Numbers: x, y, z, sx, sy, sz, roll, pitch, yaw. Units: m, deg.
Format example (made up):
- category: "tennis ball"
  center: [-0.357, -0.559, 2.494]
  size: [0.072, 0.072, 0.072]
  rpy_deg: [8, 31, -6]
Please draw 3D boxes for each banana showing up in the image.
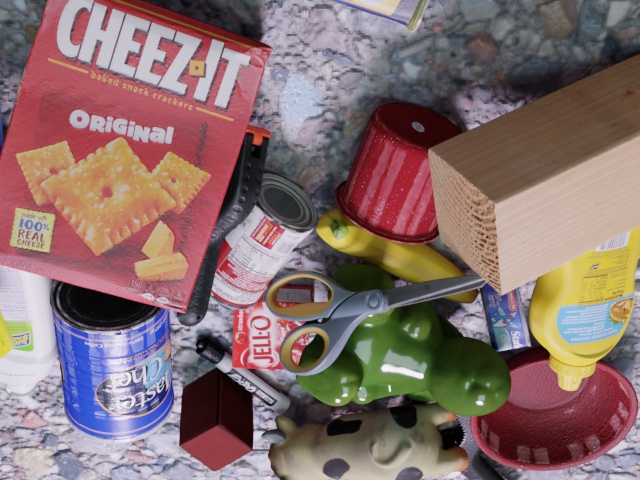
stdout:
- category: "banana"
  center: [0.058, 0.011, 0.916]
  size: [0.197, 0.070, 0.037]
  rpy_deg: [22, 112, -43]

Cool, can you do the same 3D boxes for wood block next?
- category: "wood block"
  center: [0.195, -0.056, 0.806]
  size: [0.206, 0.090, 0.091]
  rpy_deg: [-25, 130, -14]

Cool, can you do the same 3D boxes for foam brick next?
- category: "foam brick"
  center: [-0.101, 0.174, 1.038]
  size: [0.051, 0.078, 0.053]
  rpy_deg: [-32, 123, 20]

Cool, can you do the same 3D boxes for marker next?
- category: "marker"
  center: [-0.076, 0.131, 1.042]
  size: [0.020, 0.020, 0.121]
  rpy_deg: [-35, 122, 23]

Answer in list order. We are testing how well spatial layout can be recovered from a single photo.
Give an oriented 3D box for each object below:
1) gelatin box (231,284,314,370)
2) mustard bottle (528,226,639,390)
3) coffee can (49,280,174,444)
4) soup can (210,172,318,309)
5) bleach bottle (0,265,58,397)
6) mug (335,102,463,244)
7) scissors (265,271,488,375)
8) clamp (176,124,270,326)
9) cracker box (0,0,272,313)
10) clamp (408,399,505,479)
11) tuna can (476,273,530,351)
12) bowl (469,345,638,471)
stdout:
- category: "gelatin box"
  center: [-0.045, 0.082, 0.997]
  size: [0.073, 0.030, 0.089]
  rpy_deg: [3, 128, -4]
- category: "mustard bottle"
  center: [0.228, 0.045, 0.925]
  size: [0.096, 0.058, 0.192]
  rpy_deg: [-9, 117, -24]
- category: "coffee can"
  center: [-0.184, 0.098, 0.959]
  size: [0.102, 0.103, 0.140]
  rpy_deg: [2, 128, -3]
- category: "soup can"
  center: [-0.056, 0.001, 0.907]
  size: [0.068, 0.068, 0.102]
  rpy_deg: [26, 123, -21]
- category: "bleach bottle"
  center: [-0.286, 0.046, 0.942]
  size: [0.102, 0.068, 0.251]
  rpy_deg: [8, 132, 2]
- category: "mug"
  center: [0.077, -0.058, 0.860]
  size: [0.117, 0.093, 0.082]
  rpy_deg: [-7, 131, -37]
- category: "scissors"
  center: [0.037, 0.068, 0.855]
  size: [0.202, 0.096, 0.016]
  rpy_deg: [4, 175, 34]
- category: "clamp"
  center: [-0.102, -0.029, 0.881]
  size: [0.039, 0.120, 0.171]
  rpy_deg: [10, 114, -53]
- category: "cracker box"
  center: [-0.146, -0.069, 0.789]
  size: [0.164, 0.072, 0.214]
  rpy_deg: [17, 98, -14]
- category: "clamp"
  center: [0.138, 0.221, 1.108]
  size: [0.164, 0.036, 0.210]
  rpy_deg: [1, 126, -1]
- category: "tuna can"
  center: [0.161, 0.054, 0.945]
  size: [0.034, 0.086, 0.086]
  rpy_deg: [-12, 128, 9]
- category: "bowl"
  center: [0.224, 0.154, 1.046]
  size: [0.162, 0.055, 0.162]
  rpy_deg: [-1, 129, -1]
